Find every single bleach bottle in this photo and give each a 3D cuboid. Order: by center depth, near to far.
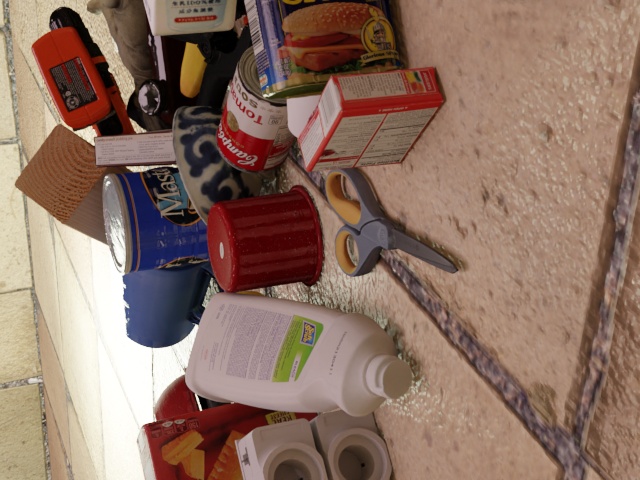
[{"bbox_3d":[-0.018,0.102,0.873,0.251,0.068,0.102,6,78,55],"label":"bleach bottle"}]

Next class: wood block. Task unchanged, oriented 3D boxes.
[{"bbox_3d":[-0.262,-0.053,1.290,0.090,0.091,0.206,35,179,21],"label":"wood block"}]

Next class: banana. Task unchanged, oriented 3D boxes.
[{"bbox_3d":[-0.131,-0.248,1.085,0.037,0.069,0.198,-75,-28,-74],"label":"banana"}]

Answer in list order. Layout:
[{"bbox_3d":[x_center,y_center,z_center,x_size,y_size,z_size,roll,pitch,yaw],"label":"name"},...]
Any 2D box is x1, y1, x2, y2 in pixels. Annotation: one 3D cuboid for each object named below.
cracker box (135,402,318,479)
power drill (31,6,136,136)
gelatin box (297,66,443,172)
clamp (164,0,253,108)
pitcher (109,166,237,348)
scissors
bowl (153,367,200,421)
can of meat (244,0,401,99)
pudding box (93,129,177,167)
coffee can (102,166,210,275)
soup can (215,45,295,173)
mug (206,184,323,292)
[{"bbox_3d":[-0.062,0.254,0.961,0.072,0.164,0.214,116,141,-59],"label":"cracker box"},{"bbox_3d":[-0.271,-0.190,1.209,0.184,0.057,0.187,64,-179,-3],"label":"power drill"},{"bbox_3d":[0.032,-0.080,0.717,0.089,0.073,0.030,124,135,-62],"label":"gelatin box"},{"bbox_3d":[-0.095,-0.173,1.012,0.172,0.039,0.120,-9,106,54],"label":"clamp"},{"bbox_3d":[-0.179,0.039,1.254,0.243,0.145,0.149,110,158,-58],"label":"pitcher"},{"bbox_3d":[0.048,0.010,0.790,0.202,0.016,0.096,-129,35,-53],"label":"scissors"},{"bbox_3d":[-0.169,0.243,1.331,0.162,0.055,0.162,163,90,-81],"label":"bowl"},{"bbox_3d":[0.001,-0.146,0.733,0.058,0.102,0.084,169,90,-69],"label":"can of meat"},{"bbox_3d":[-0.173,-0.099,1.151,0.114,0.089,0.039,-3,95,29],"label":"pudding box"},{"bbox_3d":[-0.143,-0.025,1.095,0.103,0.140,0.103,172,90,-69],"label":"coffee can"},{"bbox_3d":[-0.048,-0.113,0.918,0.102,0.068,0.068,117,139,-56],"label":"soup can"},{"bbox_3d":[-0.056,0.001,0.962,0.117,0.081,0.093,-179,81,-69],"label":"mug"}]
